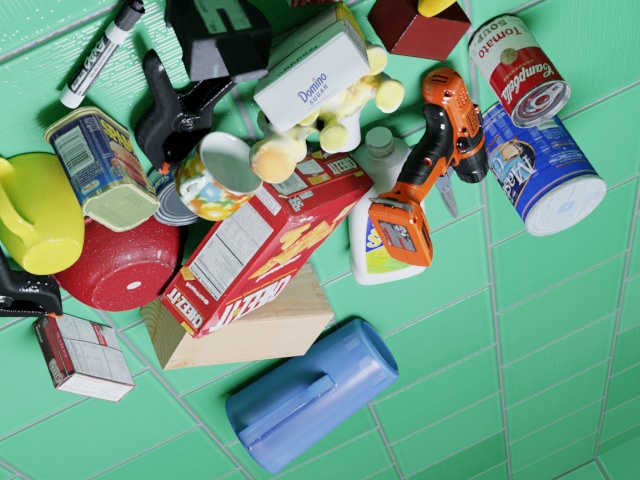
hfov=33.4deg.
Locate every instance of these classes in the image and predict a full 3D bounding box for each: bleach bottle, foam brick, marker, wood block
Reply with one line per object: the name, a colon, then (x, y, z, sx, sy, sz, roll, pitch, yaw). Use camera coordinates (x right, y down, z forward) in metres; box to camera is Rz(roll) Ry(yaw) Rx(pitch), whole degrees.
bleach bottle: (0.072, -0.043, 1.264, 0.102, 0.068, 0.251, -11, 146, 2)
foam brick: (0.095, -0.210, 1.023, 0.078, 0.053, 0.051, 0, 141, -39)
marker: (-0.186, -0.161, 0.911, 0.020, 0.020, 0.121, 8, 136, -46)
wood block: (-0.101, 0.089, 1.307, 0.205, 0.090, 0.091, -2, 142, -36)

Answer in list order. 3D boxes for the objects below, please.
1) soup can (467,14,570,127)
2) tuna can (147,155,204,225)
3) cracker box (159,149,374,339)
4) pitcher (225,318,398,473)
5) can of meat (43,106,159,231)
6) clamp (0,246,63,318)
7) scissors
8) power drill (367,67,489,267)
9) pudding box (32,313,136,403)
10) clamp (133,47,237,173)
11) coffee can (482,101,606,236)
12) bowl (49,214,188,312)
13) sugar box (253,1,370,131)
soup can: (0.206, -0.178, 1.114, 0.068, 0.102, 0.068, -20, 150, -12)
tuna can: (-0.138, -0.055, 1.104, 0.086, 0.034, 0.086, -20, 150, -12)
cracker box: (-0.058, 0.001, 1.171, 0.163, 0.072, 0.214, -25, 159, -53)
pitcher: (-0.012, 0.223, 1.552, 0.243, 0.149, 0.145, -36, 125, 10)
can of meat: (-0.196, -0.063, 0.974, 0.057, 0.084, 0.102, -30, 162, 6)
clamp: (-0.327, 0.046, 1.084, 0.165, 0.036, 0.209, -20, 159, 28)
scissors: (0.166, -0.083, 1.321, 0.096, 0.016, 0.201, -35, 150, 17)
power drill: (0.125, -0.068, 1.171, 0.187, 0.057, 0.184, -64, 147, -23)
pudding box: (-0.274, 0.136, 1.243, 0.039, 0.090, 0.113, -37, 150, 17)
clamp: (-0.135, -0.124, 0.989, 0.120, 0.039, 0.172, -2, 143, -40)
coffee can: (0.254, -0.091, 1.253, 0.102, 0.140, 0.103, -20, 150, -12)
bowl: (-0.212, 0.030, 1.159, 0.162, 0.055, 0.162, -20, 150, -13)
sugar box: (-0.006, -0.154, 0.927, 0.093, 0.176, 0.048, -34, 109, 13)
